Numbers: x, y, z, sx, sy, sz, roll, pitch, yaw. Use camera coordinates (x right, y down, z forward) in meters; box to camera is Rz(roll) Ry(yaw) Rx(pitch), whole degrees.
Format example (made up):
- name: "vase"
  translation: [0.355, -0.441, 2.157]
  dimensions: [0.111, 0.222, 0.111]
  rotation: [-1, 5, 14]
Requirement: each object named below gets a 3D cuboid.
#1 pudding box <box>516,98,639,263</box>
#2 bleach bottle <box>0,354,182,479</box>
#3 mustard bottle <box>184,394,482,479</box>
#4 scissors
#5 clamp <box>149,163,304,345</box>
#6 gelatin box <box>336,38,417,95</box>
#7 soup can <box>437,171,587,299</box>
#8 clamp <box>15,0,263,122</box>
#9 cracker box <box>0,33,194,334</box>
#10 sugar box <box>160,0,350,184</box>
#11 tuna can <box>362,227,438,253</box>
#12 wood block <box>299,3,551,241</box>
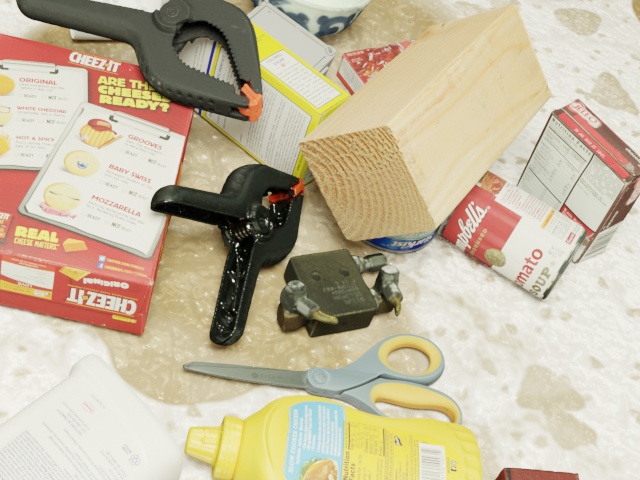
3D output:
- name: "pudding box"
  translation: [0.216, -0.048, 0.892]
  dimensions: [0.039, 0.114, 0.090]
  rotation: [-24, 61, -29]
- name: "bleach bottle"
  translation: [-0.203, 0.171, 0.606]
  dimensions: [0.103, 0.068, 0.250]
  rotation: [43, 54, 19]
- name: "mustard bottle"
  translation: [0.007, 0.148, 0.694]
  dimensions: [0.191, 0.058, 0.096]
  rotation: [13, 44, -7]
- name: "scissors"
  translation: [0.009, 0.089, 0.775]
  dimensions: [0.201, 0.016, 0.096]
  rotation: [19, 46, -1]
- name: "clamp"
  translation: [-0.055, 0.001, 0.792]
  dimensions: [0.039, 0.120, 0.171]
  rotation: [-6, 12, 32]
- name: "gelatin box"
  translation: [0.071, -0.147, 0.987]
  dimensions: [0.089, 0.030, 0.073]
  rotation: [-16, 58, -28]
- name: "soup can"
  translation: [0.156, -0.006, 0.868]
  dimensions: [0.102, 0.069, 0.068]
  rotation: [33, 49, 10]
- name: "clamp"
  translation: [-0.125, -0.166, 0.830]
  dimensions: [0.164, 0.036, 0.210]
  rotation: [-33, 72, -13]
- name: "cracker box"
  translation: [-0.188, -0.046, 0.790]
  dimensions: [0.164, 0.072, 0.213]
  rotation: [12, 47, -8]
- name: "sugar box"
  translation: [-0.062, -0.130, 0.886]
  dimensions: [0.176, 0.093, 0.048]
  rotation: [42, 50, 17]
- name: "tuna can"
  translation: [0.061, -0.032, 0.883]
  dimensions: [0.086, 0.034, 0.086]
  rotation: [9, 49, -11]
- name: "wood block"
  translation: [0.088, -0.095, 0.838]
  dimensions: [0.205, 0.091, 0.090]
  rotation: [-45, 117, -40]
